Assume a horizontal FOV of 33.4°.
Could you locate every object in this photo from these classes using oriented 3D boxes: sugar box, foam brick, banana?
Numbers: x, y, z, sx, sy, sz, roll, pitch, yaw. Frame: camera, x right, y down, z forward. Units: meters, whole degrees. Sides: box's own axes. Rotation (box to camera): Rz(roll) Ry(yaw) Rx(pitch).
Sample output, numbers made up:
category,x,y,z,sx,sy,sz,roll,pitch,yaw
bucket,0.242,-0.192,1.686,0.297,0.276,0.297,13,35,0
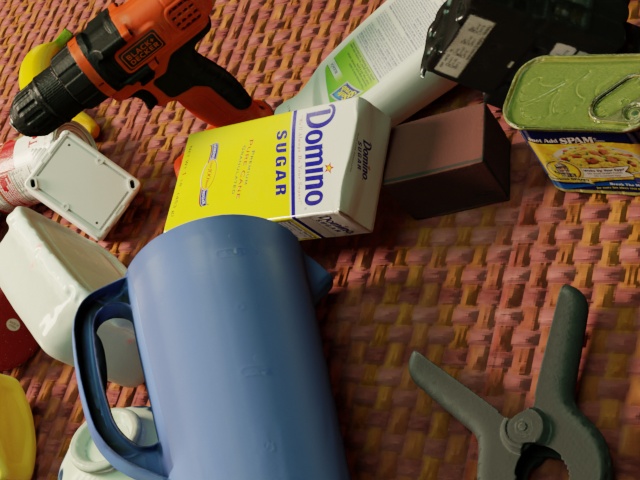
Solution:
category,x,y,z,sx,sy,sz,roll,pitch,yaw
sugar box,-0.035,-0.046,0.793,0.177,0.048,0.093,-9,62,41
foam brick,0.091,-0.055,0.766,0.078,0.053,0.051,-12,54,27
banana,-0.276,-0.154,1.103,0.070,0.037,0.198,-36,46,11

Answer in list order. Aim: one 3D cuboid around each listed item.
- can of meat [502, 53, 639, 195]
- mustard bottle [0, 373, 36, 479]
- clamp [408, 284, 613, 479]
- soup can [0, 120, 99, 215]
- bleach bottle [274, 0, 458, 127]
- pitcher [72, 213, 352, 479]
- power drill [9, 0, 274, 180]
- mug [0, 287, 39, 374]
category,x,y,z,sx,sy,sz,roll,pitch,yaw
can of meat,0.183,-0.072,0.691,0.102,0.083,0.057,6,64,38
mustard bottle,-0.327,0.186,0.888,0.192,0.058,0.096,-25,65,20
clamp,0.132,0.107,0.635,0.120,0.039,0.171,-37,52,15
soup can,-0.270,-0.069,1.018,0.102,0.068,0.068,-16,52,26
bleach bottle,0.050,-0.138,0.846,0.251,0.068,0.102,-35,46,13
pitcher,-0.060,0.113,0.700,0.149,0.144,0.243,-33,50,20
power drill,-0.130,-0.107,0.863,0.184,0.187,0.057,-35,48,8
mug,-0.295,0.076,0.931,0.082,0.093,0.117,17,102,36
